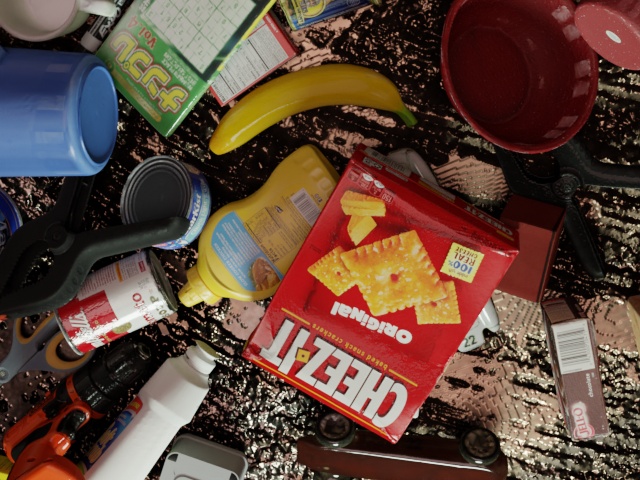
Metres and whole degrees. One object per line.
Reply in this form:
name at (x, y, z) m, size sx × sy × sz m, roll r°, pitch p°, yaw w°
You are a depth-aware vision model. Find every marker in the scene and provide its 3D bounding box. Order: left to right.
marker at (-0.201, -0.207, 1.003) m, size 0.020 × 0.020 × 0.121 m, roll 38°, pitch 102°, yaw -2°

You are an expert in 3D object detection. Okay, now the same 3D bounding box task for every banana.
banana at (-0.012, -0.125, 0.990) m, size 0.198 × 0.037 × 0.069 m, roll -7°, pitch 99°, yaw 7°

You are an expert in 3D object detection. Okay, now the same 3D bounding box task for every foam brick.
foam brick at (0.187, 0.006, 0.971) m, size 0.051 × 0.053 × 0.078 m, roll 16°, pitch 122°, yaw 17°

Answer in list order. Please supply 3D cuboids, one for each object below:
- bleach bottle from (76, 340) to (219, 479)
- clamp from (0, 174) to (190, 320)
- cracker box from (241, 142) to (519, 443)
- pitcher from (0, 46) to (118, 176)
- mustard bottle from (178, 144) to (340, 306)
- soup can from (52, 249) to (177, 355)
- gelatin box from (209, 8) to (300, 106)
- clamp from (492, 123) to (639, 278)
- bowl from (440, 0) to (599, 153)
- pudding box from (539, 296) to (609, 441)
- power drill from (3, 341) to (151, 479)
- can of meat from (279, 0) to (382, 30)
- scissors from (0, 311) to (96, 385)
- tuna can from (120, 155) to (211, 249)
bleach bottle at (-0.186, 0.202, 1.048) m, size 0.068 × 0.102 × 0.251 m, roll 37°, pitch 95°, yaw -12°
clamp at (-0.225, 0.003, 0.986) m, size 0.165 × 0.036 × 0.210 m, roll 40°, pitch 90°, yaw 30°
cracker box at (0.051, 0.048, 0.941) m, size 0.164 × 0.072 × 0.214 m, roll 30°, pitch 108°, yaw 1°
pitcher at (-0.314, -0.125, 0.955) m, size 0.243 × 0.149 × 0.145 m, roll 3°, pitch 86°, yaw 11°
mustard bottle at (-0.057, 0.001, 1.007) m, size 0.192 × 0.058 × 0.096 m, roll -37°, pitch 94°, yaw 11°
soup can at (-0.196, 0.058, 1.020) m, size 0.102 × 0.068 × 0.068 m, roll -24°, pitch 98°, yaw 0°
gelatin box at (-0.076, -0.179, 0.990) m, size 0.089 × 0.030 × 0.073 m, roll -33°, pitch 96°, yaw 13°
clamp at (0.226, -0.044, 0.981) m, size 0.171 × 0.039 × 0.120 m, roll 28°, pitch 107°, yaw 6°
bowl at (0.163, -0.152, 0.938) m, size 0.161 × 0.055 × 0.162 m, roll 3°, pitch 84°, yaw -24°
pudding box at (0.233, 0.116, 0.984) m, size 0.039 × 0.090 × 0.113 m, roll -9°, pitch 99°, yaw 5°
power drill at (-0.238, 0.188, 0.998) m, size 0.184 × 0.187 × 0.057 m, roll -40°, pitch 106°, yaw 15°
can of meat at (-0.001, -0.247, 0.957) m, size 0.084 × 0.057 × 0.102 m, roll -17°, pitch 98°, yaw 11°
scissors at (-0.300, 0.138, 1.080) m, size 0.096 × 0.016 × 0.202 m, roll 33°, pitch 102°, yaw -1°
tuna can at (-0.145, -0.035, 1.003) m, size 0.086 × 0.033 × 0.086 m, roll -7°, pitch 77°, yaw 31°
